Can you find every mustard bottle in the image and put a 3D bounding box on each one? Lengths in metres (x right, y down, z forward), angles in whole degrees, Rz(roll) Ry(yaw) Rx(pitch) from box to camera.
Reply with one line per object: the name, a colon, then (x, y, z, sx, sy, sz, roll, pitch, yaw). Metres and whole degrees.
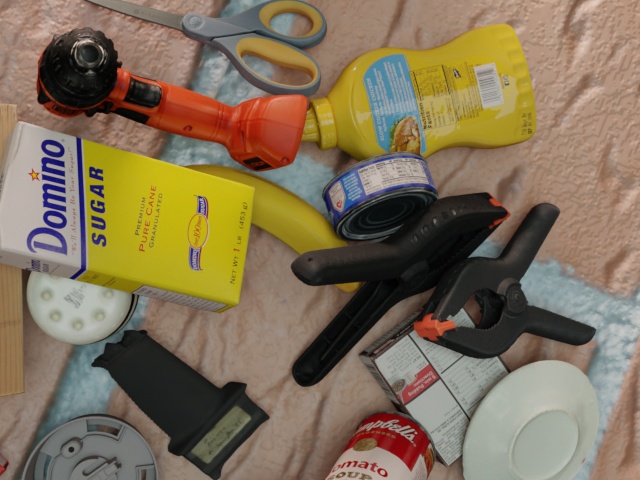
mustard bottle: (0.068, -0.106, 0.841, 0.191, 0.058, 0.096, -13, 91, -9)

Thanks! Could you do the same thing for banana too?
banana: (-0.054, -0.017, 0.837, 0.197, 0.037, 0.070, 16, 105, -7)

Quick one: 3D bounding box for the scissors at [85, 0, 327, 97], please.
scissors: (-0.082, -0.177, 0.836, 0.202, 0.016, 0.096, 29, 63, 7)

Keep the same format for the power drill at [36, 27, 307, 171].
power drill: (-0.108, -0.101, 0.762, 0.187, 0.185, 0.057, 16, 88, -18)

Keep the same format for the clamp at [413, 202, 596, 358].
clamp: (0.150, 0.053, 0.841, 0.171, 0.039, 0.120, -28, 91, -30)

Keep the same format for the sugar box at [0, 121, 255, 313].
sugar box: (-0.138, -0.013, 0.749, 0.176, 0.048, 0.093, 15, 70, -25)

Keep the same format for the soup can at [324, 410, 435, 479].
soup can: (0.041, 0.183, 0.804, 0.069, 0.102, 0.068, 9, 114, 19)

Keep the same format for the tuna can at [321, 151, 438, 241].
tuna can: (0.047, -0.032, 0.821, 0.086, 0.086, 0.034, -15, 69, -8)

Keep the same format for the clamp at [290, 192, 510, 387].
clamp: (0.058, 0.028, 0.826, 0.209, 0.165, 0.036, -27, 60, -27)

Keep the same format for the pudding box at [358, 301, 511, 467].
pudding box: (0.100, 0.111, 0.857, 0.090, 0.039, 0.113, -37, 98, -9)
